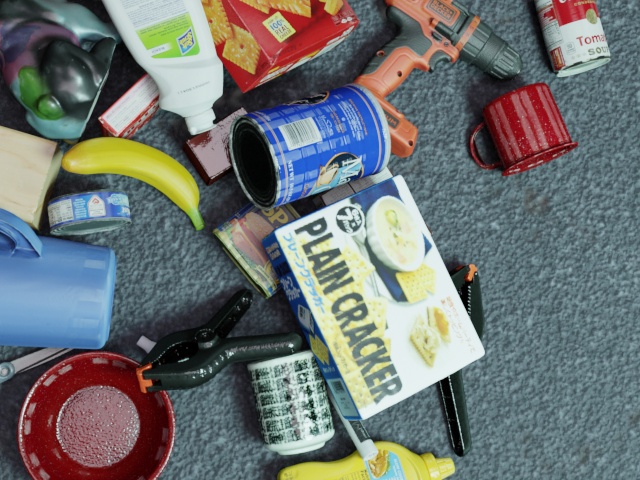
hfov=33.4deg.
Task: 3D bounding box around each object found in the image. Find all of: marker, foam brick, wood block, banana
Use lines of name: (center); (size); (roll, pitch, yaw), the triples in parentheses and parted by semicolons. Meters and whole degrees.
marker: (0.026, 0.184, 1.166); (0.020, 0.020, 0.121); (-25, 63, -11)
foam brick: (-0.106, -0.104, 1.181); (0.078, 0.053, 0.051); (-33, 90, -12)
wood block: (-0.385, -0.083, 1.113); (0.206, 0.091, 0.090); (17, 82, -8)
banana: (-0.192, -0.073, 1.130); (0.037, 0.197, 0.069); (-37, 51, 26)

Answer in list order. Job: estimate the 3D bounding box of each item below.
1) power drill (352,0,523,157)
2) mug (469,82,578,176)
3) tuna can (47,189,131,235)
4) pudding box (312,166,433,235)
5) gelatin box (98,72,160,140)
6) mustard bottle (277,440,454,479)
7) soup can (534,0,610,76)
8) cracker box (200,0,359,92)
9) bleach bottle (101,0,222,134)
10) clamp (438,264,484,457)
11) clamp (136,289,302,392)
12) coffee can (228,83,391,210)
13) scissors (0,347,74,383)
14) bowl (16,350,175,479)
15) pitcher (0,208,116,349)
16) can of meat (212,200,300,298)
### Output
power drill: (0.120, -0.191, 1.227); (0.184, 0.057, 0.187); (34, 77, -1)
mug: (0.226, -0.124, 1.228); (0.117, 0.093, 0.081); (-24, 82, 25)
tuna can: (-0.245, -0.029, 1.133); (0.086, 0.086, 0.034); (-8, 84, -10)
pudding box: (0.059, -0.026, 1.208); (0.090, 0.039, 0.113); (-33, 92, -13)
gelatin box: (-0.200, -0.144, 1.159); (0.030, 0.073, 0.089); (44, 79, -3)
mustard bottle: (0.055, 0.271, 1.164); (0.191, 0.058, 0.096); (-14, 78, -11)
soup can: (0.296, -0.251, 1.257); (0.068, 0.068, 0.102); (-14, 87, -11)
cracker box: (-0.076, -0.287, 1.161); (0.163, 0.072, 0.214); (-34, 91, -43)
bleach bottle: (-0.171, -0.227, 1.090); (0.102, 0.068, 0.251); (-19, 104, 1)
clamp: (0.121, 0.120, 1.193); (0.164, 0.036, 0.210); (21, 77, -21)
clamp: (-0.117, 0.106, 1.126); (0.171, 0.120, 0.039); (-17, 118, -17)
coffee can: (-0.011, -0.100, 1.130); (0.140, 0.103, 0.103); (-20, 87, -26)
scissors: (-0.353, 0.128, 1.133); (0.201, 0.016, 0.096); (-38, 91, -11)
bowl: (-0.235, 0.198, 1.125); (0.162, 0.055, 0.162); (1, 84, -9)
pitcher: (-0.333, 0.039, 1.084); (0.242, 0.149, 0.145); (6, 84, -12)
can of meat: (-0.058, 0.001, 1.176); (0.084, 0.057, 0.102); (-40, 92, -9)
